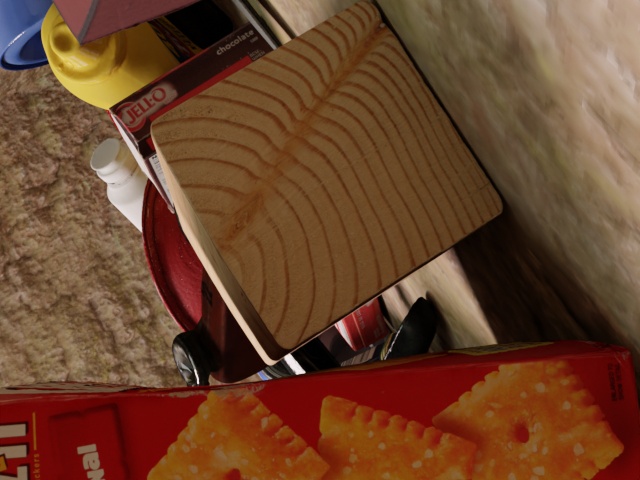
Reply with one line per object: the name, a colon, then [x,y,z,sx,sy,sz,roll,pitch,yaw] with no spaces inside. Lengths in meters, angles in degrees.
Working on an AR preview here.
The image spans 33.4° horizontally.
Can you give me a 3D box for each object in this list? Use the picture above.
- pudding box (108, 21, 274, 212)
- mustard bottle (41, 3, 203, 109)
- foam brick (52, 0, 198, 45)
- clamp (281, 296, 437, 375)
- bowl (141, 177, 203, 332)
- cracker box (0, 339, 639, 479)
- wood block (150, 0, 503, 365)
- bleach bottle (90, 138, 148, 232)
pudding box: [-0.061,-0.065,0.585,0.039,0.090,0.113,56,172,12]
mustard bottle: [-0.111,-0.107,0.628,0.096,0.058,0.191,42,-170,5]
foam brick: [-0.084,-0.132,0.480,0.053,0.078,0.051,58,151,4]
clamp: [0.029,0.095,0.603,0.120,0.039,0.171,0,121,43]
bowl: [-0.055,0.001,0.766,0.162,0.055,0.162,35,-133,-47]
cracker box: [-0.013,0.079,0.390,0.164,0.213,0.072,111,155,-82]
wood block: [-0.006,-0.009,0.454,0.090,0.090,0.206,58,173,5]
bleach bottle: [-0.092,-0.003,0.855,0.250,0.068,0.103,43,180,-43]
